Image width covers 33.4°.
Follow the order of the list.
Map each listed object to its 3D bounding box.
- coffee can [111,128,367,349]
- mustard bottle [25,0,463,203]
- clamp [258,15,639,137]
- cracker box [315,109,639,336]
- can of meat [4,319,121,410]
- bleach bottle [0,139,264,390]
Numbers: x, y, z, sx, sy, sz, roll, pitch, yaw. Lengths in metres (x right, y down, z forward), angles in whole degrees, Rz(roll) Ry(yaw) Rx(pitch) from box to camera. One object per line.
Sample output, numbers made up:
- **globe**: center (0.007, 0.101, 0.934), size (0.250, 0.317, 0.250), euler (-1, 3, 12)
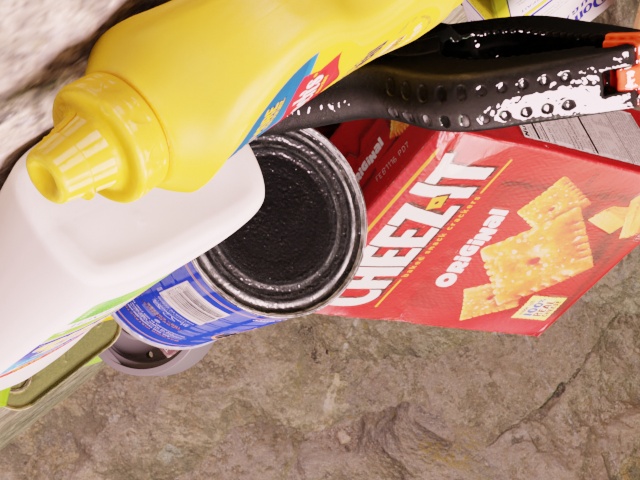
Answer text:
- **coffee can**: center (-0.054, 0.001, 0.575), size (0.102, 0.103, 0.141), euler (-39, -172, -29)
- **mustard bottle**: center (-0.023, -0.067, 0.372), size (0.191, 0.058, 0.096), euler (-39, -174, -37)
- **clamp**: center (0.047, -0.081, 0.487), size (0.210, 0.036, 0.164), euler (2, -152, 28)
- **cracker box**: center (0.097, -0.017, 0.652), size (0.213, 0.072, 0.164), euler (8, 137, -34)
- **can of meat**: center (-0.196, 0.074, 0.775), size (0.102, 0.057, 0.084), euler (-39, -177, -12)
- **bleach bottle**: center (-0.124, 0.019, 0.504), size (0.102, 0.068, 0.251), euler (-32, 177, -35)
